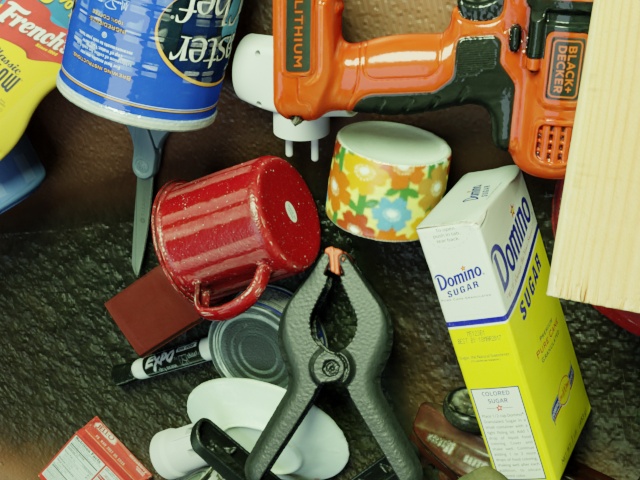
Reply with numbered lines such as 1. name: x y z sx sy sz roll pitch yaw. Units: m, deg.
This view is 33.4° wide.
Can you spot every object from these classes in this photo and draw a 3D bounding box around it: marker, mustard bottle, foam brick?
1. marker: -0.123 0.096 0.852 0.121 0.020 0.020 -19 103 34
2. mustard bottle: -0.193 -0.143 0.707 0.191 0.058 0.096 -45 119 1
3. foam brick: -0.112 0.042 0.798 0.078 0.052 0.051 -33 96 35

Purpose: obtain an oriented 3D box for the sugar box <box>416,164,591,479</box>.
1. sugar box: 0.117 0.052 0.655 0.048 0.093 0.176 -7 110 30

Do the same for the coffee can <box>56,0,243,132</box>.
1. coffee can: -0.098 -0.151 0.652 0.103 0.102 0.140 24 114 16

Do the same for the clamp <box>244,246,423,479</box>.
1. clamp: 0.019 0.093 0.723 0.120 0.039 0.171 9 89 3

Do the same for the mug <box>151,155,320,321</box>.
1. mug: -0.055 0.001 0.713 0.082 0.117 0.093 -17 135 28

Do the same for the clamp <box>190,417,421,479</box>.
1. clamp: 0.001 0.209 0.805 0.165 0.036 0.210 0 131 14

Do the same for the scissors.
1. scissors: -0.140 -0.073 0.779 0.096 0.016 0.202 36 125 11

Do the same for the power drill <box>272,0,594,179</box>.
1. power drill: 0.068 -0.129 0.589 0.188 0.057 0.184 5 110 9

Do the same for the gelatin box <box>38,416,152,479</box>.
1. gelatin box: -0.199 0.206 0.940 0.073 0.030 0.089 46 127 3

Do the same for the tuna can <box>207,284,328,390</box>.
1. tuna can: -0.040 0.077 0.788 0.086 0.033 0.086 12 119 23
